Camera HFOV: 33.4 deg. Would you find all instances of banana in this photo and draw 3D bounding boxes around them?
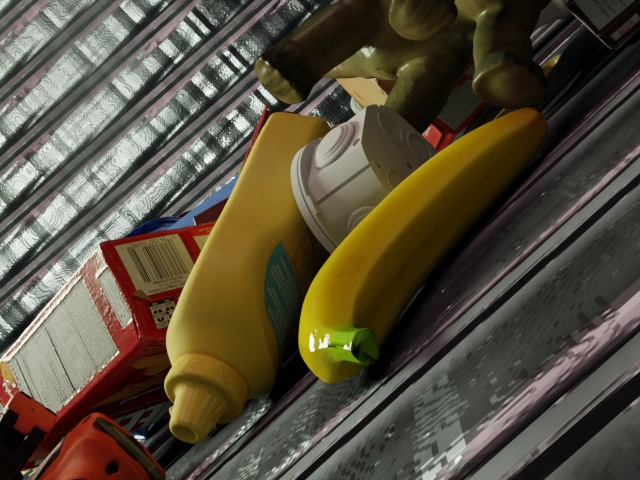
[{"bbox_3d":[0.040,0.004,0.448,0.070,0.037,0.197,-17,22,38],"label":"banana"}]

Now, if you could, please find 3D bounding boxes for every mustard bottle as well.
[{"bbox_3d":[-0.035,0.025,0.568,0.096,0.058,0.191,86,-160,-46],"label":"mustard bottle"}]

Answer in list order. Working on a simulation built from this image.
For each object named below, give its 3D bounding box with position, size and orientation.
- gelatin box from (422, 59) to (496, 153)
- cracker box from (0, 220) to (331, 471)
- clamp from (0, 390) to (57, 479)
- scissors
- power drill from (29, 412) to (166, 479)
[{"bbox_3d":[0.091,-0.080,0.718,0.089,0.030,0.073,-45,-14,-31],"label":"gelatin box"},{"bbox_3d":[-0.110,0.067,0.706,0.163,0.072,0.214,-13,-21,-45],"label":"cracker box"},{"bbox_3d":[-0.196,0.138,0.633,0.172,0.039,0.120,-49,16,28],"label":"clamp"},{"bbox_3d":[0.157,-0.119,0.687,0.201,0.016,0.096,-46,4,-34],"label":"scissors"},{"bbox_3d":[-0.164,0.179,0.519,0.185,0.057,0.187,-43,5,32],"label":"power drill"}]
